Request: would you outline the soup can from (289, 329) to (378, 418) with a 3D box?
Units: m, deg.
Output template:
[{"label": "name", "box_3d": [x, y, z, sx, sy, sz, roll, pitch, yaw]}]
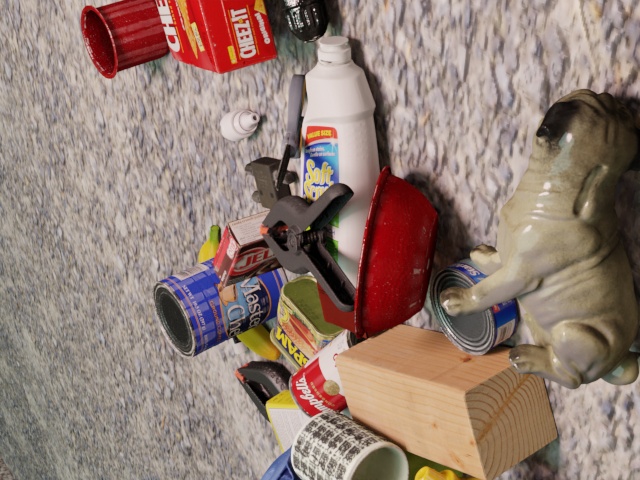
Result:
[{"label": "soup can", "box_3d": [0.023, 0.144, 1.163, 0.102, 0.068, 0.068, -43, 71, 31]}]

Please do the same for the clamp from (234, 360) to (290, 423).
[{"label": "clamp", "box_3d": [-0.037, 0.213, 1.389, 0.210, 0.036, 0.165, 39, 141, 33]}]

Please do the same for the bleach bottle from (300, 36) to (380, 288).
[{"label": "bleach bottle", "box_3d": [0.016, -0.078, 1.054, 0.103, 0.068, 0.251, 31, 134, 49]}]

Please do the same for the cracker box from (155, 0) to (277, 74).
[{"label": "cracker box", "box_3d": [-0.122, -0.263, 1.090, 0.214, 0.072, 0.164, -147, 41, -66]}]

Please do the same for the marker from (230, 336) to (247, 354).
[{"label": "marker", "box_3d": [-0.129, 0.099, 1.476, 0.020, 0.020, 0.121, -1, 110, 60]}]

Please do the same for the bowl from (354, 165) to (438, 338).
[{"label": "bowl", "box_3d": [0.073, 0.015, 0.977, 0.055, 0.162, 0.162, 10, 129, 10]}]

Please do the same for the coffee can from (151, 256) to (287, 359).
[{"label": "coffee can", "box_3d": [-0.123, 0.071, 1.317, 0.103, 0.140, 0.103, 39, 142, 40]}]

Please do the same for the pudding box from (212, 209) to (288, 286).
[{"label": "pudding box", "box_3d": [-0.058, 0.002, 1.183, 0.039, 0.113, 0.090, 59, 151, 19]}]

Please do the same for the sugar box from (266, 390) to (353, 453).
[{"label": "sugar box", "box_3d": [0.018, 0.225, 1.258, 0.177, 0.048, 0.093, -8, 107, 44]}]

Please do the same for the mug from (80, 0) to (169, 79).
[{"label": "mug", "box_3d": [-0.246, -0.254, 1.341, 0.093, 0.081, 0.117, 62, 151, 7]}]

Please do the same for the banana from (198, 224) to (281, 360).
[{"label": "banana", "box_3d": [-0.116, 0.079, 1.421, 0.198, 0.037, 0.070, 61, 152, 9]}]

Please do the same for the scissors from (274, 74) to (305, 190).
[{"label": "scissors", "box_3d": [-0.029, -0.111, 1.038, 0.201, 0.016, 0.096, -69, -18, -78]}]

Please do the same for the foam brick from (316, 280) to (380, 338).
[{"label": "foam brick", "box_3d": [0.041, 0.062, 1.127, 0.078, 0.051, 0.053, 18, 125, 54]}]

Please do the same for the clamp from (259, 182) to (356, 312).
[{"label": "clamp", "box_3d": [-0.010, -0.011, 1.036, 0.172, 0.039, 0.120, 28, 118, 53]}]

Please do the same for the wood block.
[{"label": "wood block", "box_3d": [0.114, 0.149, 1.027, 0.206, 0.090, 0.090, 7, 117, 58]}]

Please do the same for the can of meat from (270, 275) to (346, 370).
[{"label": "can of meat", "box_3d": [-0.009, 0.103, 1.238, 0.102, 0.057, 0.084, 46, 143, 31]}]

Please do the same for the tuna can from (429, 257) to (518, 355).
[{"label": "tuna can", "box_3d": [0.140, 0.059, 0.975, 0.086, 0.033, 0.086, 40, 142, 40]}]
